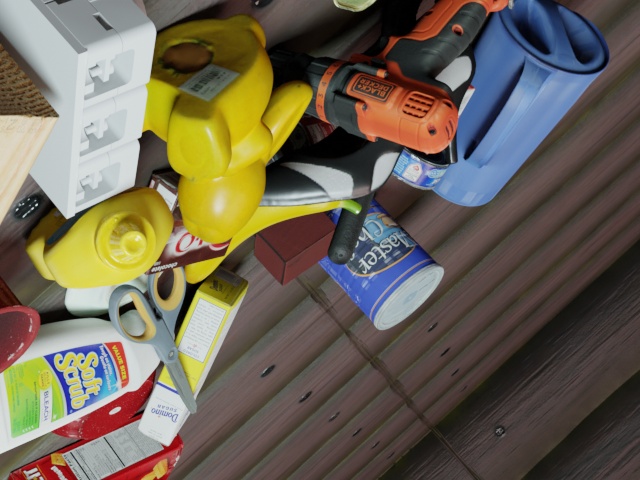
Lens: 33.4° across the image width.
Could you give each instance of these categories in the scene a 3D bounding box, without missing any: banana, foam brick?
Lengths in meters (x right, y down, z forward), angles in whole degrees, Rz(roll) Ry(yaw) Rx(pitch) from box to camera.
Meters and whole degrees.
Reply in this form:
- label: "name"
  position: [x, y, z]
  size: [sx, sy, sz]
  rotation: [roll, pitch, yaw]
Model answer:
- label: "banana"
  position: [-0.062, -0.015, 1.042]
  size: [0.198, 0.069, 0.037]
  rotation: [-22, -154, 18]
- label: "foam brick"
  position: [-0.027, 0.001, 1.178]
  size: [0.078, 0.051, 0.053]
  rotation: [-33, 157, -24]

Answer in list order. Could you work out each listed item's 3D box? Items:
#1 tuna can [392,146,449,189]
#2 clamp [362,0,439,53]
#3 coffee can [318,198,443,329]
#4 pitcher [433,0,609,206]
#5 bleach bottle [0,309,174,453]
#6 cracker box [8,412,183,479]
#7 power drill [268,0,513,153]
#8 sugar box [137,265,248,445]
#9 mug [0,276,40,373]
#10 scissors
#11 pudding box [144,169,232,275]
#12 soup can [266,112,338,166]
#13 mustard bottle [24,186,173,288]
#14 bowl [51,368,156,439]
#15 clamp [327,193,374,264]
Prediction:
- label: "tuna can"
  position: [0.100, -0.095, 1.169]
  size: [0.085, 0.086, 0.034]
  rotation: [-12, 142, -54]
- label: "clamp"
  position: [0.089, -0.177, 0.990]
  size: [0.120, 0.039, 0.171]
  rotation: [25, 103, -41]
- label: "coffee can"
  position: [0.059, 0.019, 1.241]
  size: [0.102, 0.140, 0.103]
  rotation: [-36, 159, -17]
- label: "pitcher"
  position: [0.200, -0.145, 1.193]
  size: [0.149, 0.145, 0.243]
  rotation: [-7, 146, -31]
- label: "bleach bottle"
  position: [-0.229, 0.112, 0.982]
  size: [0.250, 0.068, 0.102]
  rotation: [-21, 115, -53]
- label: "cracker box"
  position: [-0.283, 0.307, 1.286]
  size: [0.213, 0.072, 0.164]
  rotation: [-20, 149, -45]
- label: "power drill"
  position: [0.061, -0.170, 0.888]
  size: [0.187, 0.185, 0.057]
  rotation: [-58, 152, -16]
- label: "sugar box"
  position: [-0.135, 0.121, 1.131]
  size: [0.176, 0.048, 0.093]
  rotation: [-62, 179, 17]
- label: "mug"
  position: [-0.271, 0.049, 0.781]
  size: [0.093, 0.081, 0.117]
  rotation: [-39, 159, -10]
- label: "scissors"
  position: [-0.141, 0.089, 1.038]
  size: [0.096, 0.016, 0.201]
  rotation: [-56, 145, -17]
- label: "pudding box"
  position: [-0.116, -0.022, 0.967]
  size: [0.113, 0.039, 0.090]
  rotation: [-13, 133, -53]
- label: "soup can"
  position: [-0.004, -0.093, 1.010]
  size: [0.102, 0.068, 0.069]
  rotation: [-18, 148, -49]
- label: "mustard bottle"
  position: [-0.157, -0.003, 0.779]
  size: [0.096, 0.058, 0.192]
  rotation: [-32, -166, -18]
- label: "bowl"
  position: [-0.227, 0.156, 1.113]
  size: [0.162, 0.055, 0.162]
  rotation: [-36, 158, -17]
- label: "clamp"
  position: [0.053, -0.084, 1.085]
  size: [0.164, 0.036, 0.210]
  rotation: [-89, -157, -57]
